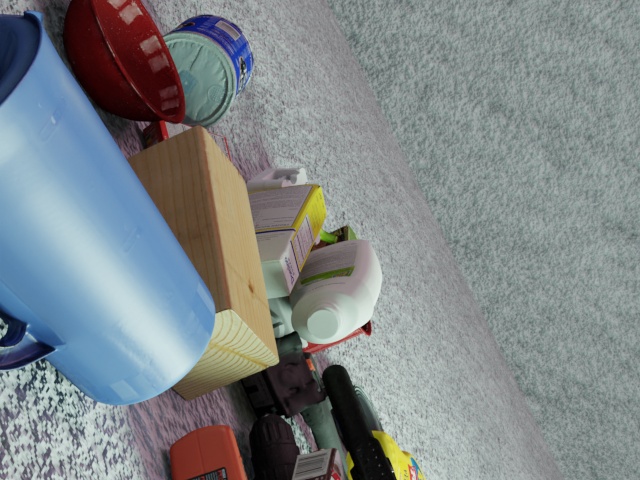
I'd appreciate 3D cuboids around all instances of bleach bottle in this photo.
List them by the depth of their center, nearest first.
[{"bbox_3d":[0.007,0.057,1.068,0.250,0.102,0.068,-58,127,-79],"label":"bleach bottle"}]

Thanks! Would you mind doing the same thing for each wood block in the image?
[{"bbox_3d":[-0.107,0.015,0.902,0.090,0.090,0.206,53,17,-47],"label":"wood block"}]

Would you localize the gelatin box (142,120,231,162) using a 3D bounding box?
[{"bbox_3d":[-0.128,-0.077,1.057,0.089,0.030,0.073,15,47,-43],"label":"gelatin box"}]

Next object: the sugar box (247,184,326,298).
[{"bbox_3d":[-0.057,0.002,1.055,0.176,0.093,0.048,-67,145,-58],"label":"sugar box"}]

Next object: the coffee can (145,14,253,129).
[{"bbox_3d":[-0.131,-0.181,1.137,0.103,0.103,0.140,62,13,-15],"label":"coffee can"}]

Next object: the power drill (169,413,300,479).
[{"bbox_3d":[-0.050,0.207,0.850,0.187,0.057,0.184,46,23,-57],"label":"power drill"}]

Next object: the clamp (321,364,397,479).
[{"bbox_3d":[0.048,0.213,0.921,0.210,0.036,0.164,-125,-163,-73],"label":"clamp"}]

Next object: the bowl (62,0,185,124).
[{"bbox_3d":[-0.189,-0.170,0.984,0.162,0.055,0.162,60,14,-26],"label":"bowl"}]

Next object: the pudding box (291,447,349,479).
[{"bbox_3d":[0.006,0.229,0.839,0.113,0.039,0.090,-68,139,-70],"label":"pudding box"}]

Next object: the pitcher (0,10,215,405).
[{"bbox_3d":[-0.166,0.000,0.636,0.242,0.149,0.145,59,-1,-41],"label":"pitcher"}]

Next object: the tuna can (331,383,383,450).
[{"bbox_3d":[0.045,0.218,1.281,0.086,0.034,0.086,60,14,-25],"label":"tuna can"}]

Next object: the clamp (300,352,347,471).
[{"bbox_3d":[-0.008,0.161,1.115,0.171,0.039,0.120,75,-6,-47],"label":"clamp"}]
